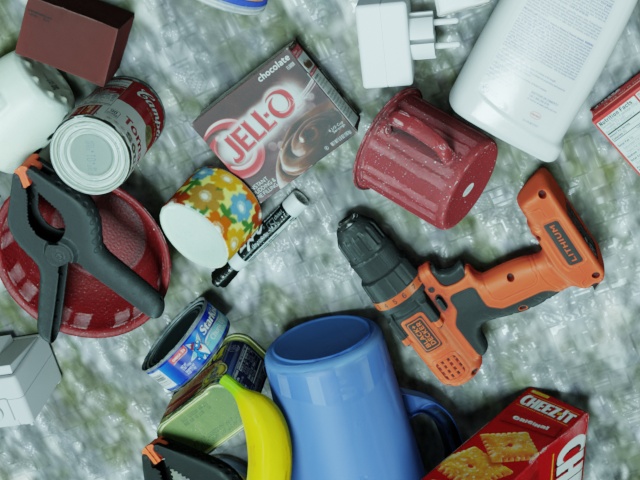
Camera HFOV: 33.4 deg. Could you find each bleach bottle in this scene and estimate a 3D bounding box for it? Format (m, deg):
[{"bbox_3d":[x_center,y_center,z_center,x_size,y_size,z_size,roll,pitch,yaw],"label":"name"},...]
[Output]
[{"bbox_3d":[0.197,-0.188,0.792,0.102,0.068,0.251,27,115,-5],"label":"bleach bottle"}]

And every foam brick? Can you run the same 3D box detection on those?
[{"bbox_3d":[-0.199,-0.168,0.867,0.078,0.051,0.053,22,116,-3],"label":"foam brick"}]

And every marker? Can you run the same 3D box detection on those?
[{"bbox_3d":[-0.056,0.001,0.947,0.020,0.020,0.121,41,115,-12],"label":"marker"}]

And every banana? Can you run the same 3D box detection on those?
[{"bbox_3d":[-0.060,0.215,0.904,0.070,0.037,0.198,4,86,26],"label":"banana"}]

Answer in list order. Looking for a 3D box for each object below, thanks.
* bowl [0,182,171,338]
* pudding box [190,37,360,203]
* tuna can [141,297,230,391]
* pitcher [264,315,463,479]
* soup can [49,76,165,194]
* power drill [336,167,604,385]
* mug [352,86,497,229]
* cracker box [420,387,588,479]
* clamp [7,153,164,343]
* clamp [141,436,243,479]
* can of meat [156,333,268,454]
[{"bbox_3d":[-0.206,0.005,0.951,0.162,0.055,0.162,3,116,7],"label":"bowl"},{"bbox_3d":[-0.036,-0.098,0.884,0.114,0.039,0.090,-35,106,23],"label":"pudding box"},{"bbox_3d":[-0.121,0.094,0.965,0.033,0.086,0.086,42,114,-14],"label":"tuna can"},{"bbox_3d":[0.039,0.192,0.971,0.145,0.149,0.243,-2,112,32],"label":"pitcher"},{"bbox_3d":[-0.173,-0.087,0.875,0.068,0.102,0.068,3,116,7],"label":"soup can"},{"bbox_3d":[0.129,0.018,0.908,0.188,0.057,0.184,-32,108,23],"label":"power drill"},{"bbox_3d":[0.083,-0.065,0.828,0.082,0.117,0.093,33,79,22],"label":"mug"},{"bbox_3d":[0.151,0.252,0.930,0.072,0.213,0.164,21,124,37],"label":"cracker box"},{"bbox_3d":[-0.221,0.013,0.905,0.120,0.039,0.171,-24,108,14],"label":"clamp"},{"bbox_3d":[-0.093,0.269,0.945,0.210,0.036,0.165,46,102,5],"label":"clamp"},{"bbox_3d":[-0.098,0.147,0.989,0.102,0.084,0.057,-39,105,23],"label":"can of meat"}]
